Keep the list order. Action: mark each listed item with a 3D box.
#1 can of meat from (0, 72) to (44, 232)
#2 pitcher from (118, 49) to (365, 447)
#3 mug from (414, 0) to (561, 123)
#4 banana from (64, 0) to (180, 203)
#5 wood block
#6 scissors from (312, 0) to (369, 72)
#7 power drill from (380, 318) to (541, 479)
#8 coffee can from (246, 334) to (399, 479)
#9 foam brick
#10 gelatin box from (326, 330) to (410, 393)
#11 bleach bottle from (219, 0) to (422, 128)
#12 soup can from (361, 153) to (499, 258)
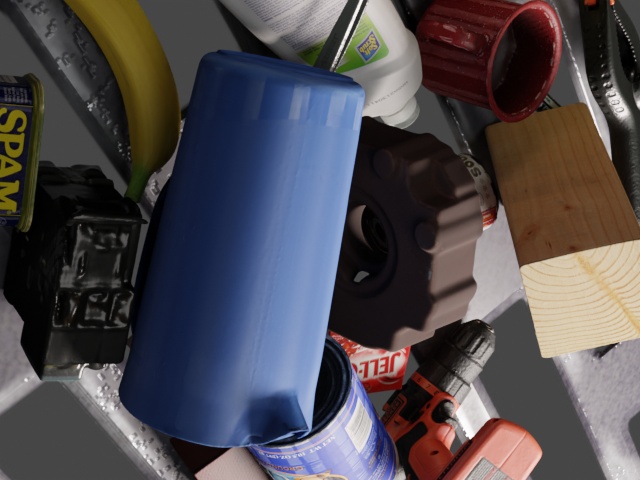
[{"bbox_3d":[-0.228,-0.059,0.682,0.083,0.057,0.102,2,110,-28],"label":"can of meat"},{"bbox_3d":[-0.055,0.001,0.708,0.149,0.145,0.243,13,102,2],"label":"pitcher"},{"bbox_3d":[0.118,-0.146,0.814,0.117,0.082,0.093,5,105,-48],"label":"mug"},{"bbox_3d":[-0.134,-0.123,0.707,0.069,0.037,0.198,-56,136,-47],"label":"banana"},{"bbox_3d":[0.194,-0.016,0.846,0.090,0.206,0.091,-14,123,9],"label":"wood block"},{"bbox_3d":[-0.022,-0.108,0.749,0.016,0.096,0.202,-37,145,-54],"label":"scissors"},{"bbox_3d":[0.114,0.161,0.907,0.057,0.188,0.184,36,89,-16],"label":"power drill"},{"bbox_3d":[-0.004,0.150,0.842,0.102,0.103,0.140,-38,138,-10],"label":"coffee can"},{"bbox_3d":[-0.079,0.189,0.888,0.053,0.051,0.078,-35,125,-14],"label":"foam brick"},{"bbox_3d":[0.035,0.097,0.925,0.089,0.030,0.073,-2,114,-29],"label":"gelatin box"},{"bbox_3d":[-0.006,-0.161,0.755,0.103,0.068,0.250,-25,136,20],"label":"bleach bottle"},{"bbox_3d":[0.087,-0.024,0.875,0.102,0.069,0.068,-23,122,-20],"label":"soup can"}]
